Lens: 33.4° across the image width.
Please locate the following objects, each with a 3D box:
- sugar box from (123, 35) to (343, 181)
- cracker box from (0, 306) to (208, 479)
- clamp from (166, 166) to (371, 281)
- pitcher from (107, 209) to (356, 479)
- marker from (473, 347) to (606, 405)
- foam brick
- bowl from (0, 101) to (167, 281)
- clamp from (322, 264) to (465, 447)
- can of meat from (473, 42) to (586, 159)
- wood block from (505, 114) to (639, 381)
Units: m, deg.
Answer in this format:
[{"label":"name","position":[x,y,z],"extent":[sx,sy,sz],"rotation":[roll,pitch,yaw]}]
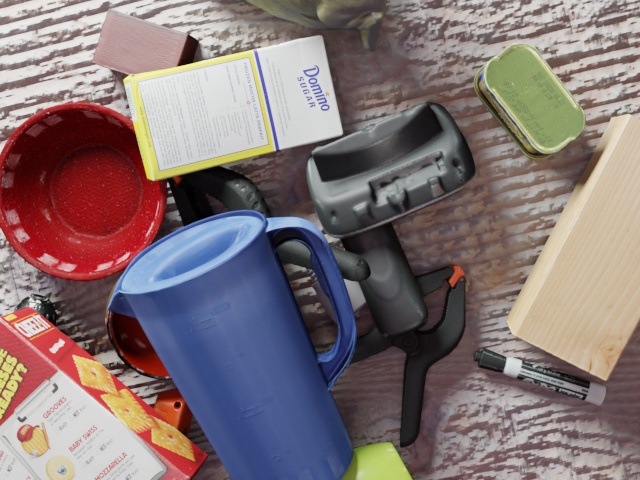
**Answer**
[{"label":"sugar box","position":[-0.075,-0.117,0.939],"extent":[0.176,0.048,0.093],"rotation":[-15,100,-17]},{"label":"cracker box","position":[-0.233,0.188,0.937],"extent":[0.214,0.072,0.164],"rotation":[40,101,3]},{"label":"clamp","position":[-0.056,0.001,0.954],"extent":[0.210,0.036,0.165],"rotation":[53,129,5]},{"label":"pitcher","position":[-0.053,0.101,0.903],"extent":[0.149,0.144,0.243],"rotation":[-3,119,45]},{"label":"marker","position":[0.198,0.123,0.971],"extent":[0.121,0.020,0.020],"rotation":[17,95,4]},{"label":"foam brick","position":[-0.158,-0.171,0.969],"extent":[0.078,0.053,0.051],"rotation":[18,95,5]},{"label":"bowl","position":[-0.214,-0.045,0.982],"extent":[0.162,0.055,0.162],"rotation":[0,94,6]},{"label":"clamp","position":[0.083,0.101,0.972],"extent":[0.120,0.039,0.171],"rotation":[44,95,-8]},{"label":"can of meat","position":[0.181,-0.121,0.923],"extent":[0.057,0.084,0.102],"rotation":[-38,89,7]},{"label":"wood block","position":[0.250,0.004,0.923],"extent":[0.091,0.090,0.206],"rotation":[26,97,3]}]
